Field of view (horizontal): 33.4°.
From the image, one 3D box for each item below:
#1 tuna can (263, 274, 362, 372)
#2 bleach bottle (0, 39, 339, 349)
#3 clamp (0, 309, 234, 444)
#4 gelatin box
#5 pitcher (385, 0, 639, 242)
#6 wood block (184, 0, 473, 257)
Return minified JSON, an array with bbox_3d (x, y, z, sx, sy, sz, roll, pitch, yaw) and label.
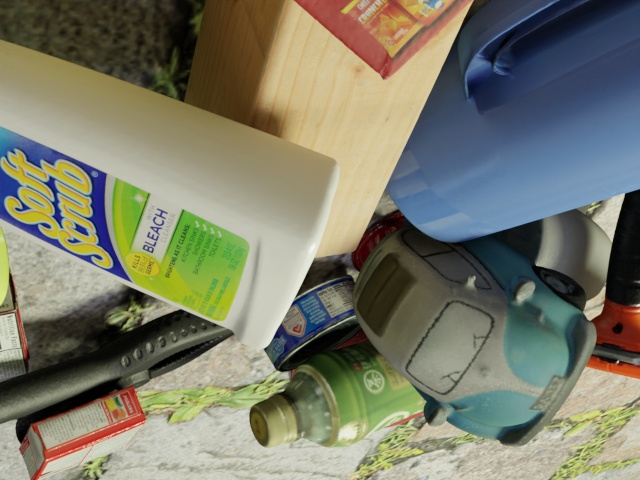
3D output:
[{"bbox_3d":[-0.004,0.063,0.794,0.086,0.034,0.086,-29,164,-9],"label":"tuna can"},{"bbox_3d":[-0.124,-0.036,0.482,0.250,0.068,0.103,21,139,-5],"label":"bleach bottle"},{"bbox_3d":[-0.144,0.093,0.764,0.209,0.036,0.165,-24,168,-15],"label":"clamp"},{"bbox_3d":[-0.166,0.135,0.741,0.073,0.030,0.089,-19,166,-26],"label":"gelatin box"},{"bbox_3d":[0.137,-0.085,0.536,0.243,0.144,0.149,-23,112,39],"label":"pitcher"},{"bbox_3d":[-0.008,-0.084,0.532,0.090,0.091,0.206,-6,147,-21],"label":"wood block"}]
